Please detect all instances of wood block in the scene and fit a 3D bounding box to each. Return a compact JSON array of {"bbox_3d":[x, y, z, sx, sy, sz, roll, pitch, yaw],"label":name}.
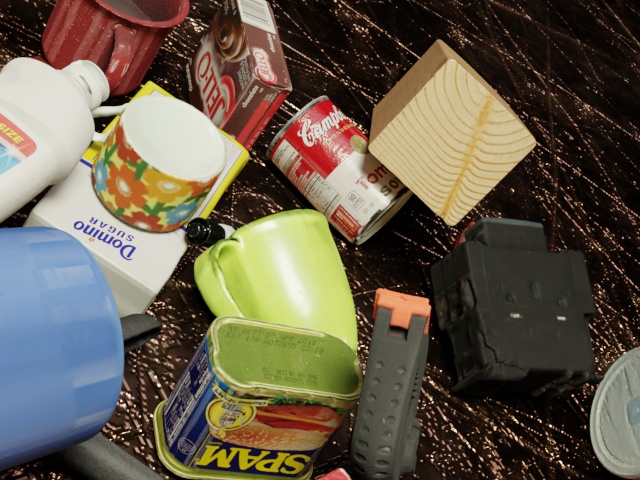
[{"bbox_3d":[0.101,-0.094,0.865,0.090,0.091,0.206,43,13,-7],"label":"wood block"}]

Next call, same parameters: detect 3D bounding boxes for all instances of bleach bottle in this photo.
[{"bbox_3d":[-0.220,-0.041,0.584,0.102,0.068,0.250,46,51,3],"label":"bleach bottle"}]

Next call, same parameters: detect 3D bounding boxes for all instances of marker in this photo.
[{"bbox_3d":[-0.055,0.001,0.725,0.020,0.020,0.121,55,16,21],"label":"marker"}]

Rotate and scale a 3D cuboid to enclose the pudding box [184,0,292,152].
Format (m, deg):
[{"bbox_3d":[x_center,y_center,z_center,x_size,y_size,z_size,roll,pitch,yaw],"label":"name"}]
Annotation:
[{"bbox_3d":[-0.066,-0.126,0.827,0.039,0.090,0.113,17,42,-29],"label":"pudding box"}]

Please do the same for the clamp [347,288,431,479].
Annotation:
[{"bbox_3d":[0.038,0.110,0.599,0.036,0.210,0.164,11,29,10],"label":"clamp"}]

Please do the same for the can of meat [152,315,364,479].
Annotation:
[{"bbox_3d":[-0.035,0.094,0.623,0.102,0.084,0.057,12,39,-26],"label":"can of meat"}]

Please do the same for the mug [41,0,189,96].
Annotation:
[{"bbox_3d":[-0.155,-0.153,0.789,0.093,0.082,0.117,14,43,-29],"label":"mug"}]

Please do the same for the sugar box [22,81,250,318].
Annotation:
[{"bbox_3d":[-0.121,-0.029,0.720,0.093,0.048,0.176,35,41,-6],"label":"sugar box"}]

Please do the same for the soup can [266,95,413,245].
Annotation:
[{"bbox_3d":[0.016,-0.054,0.840,0.102,0.069,0.068,46,38,8],"label":"soup can"}]

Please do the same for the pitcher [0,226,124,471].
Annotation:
[{"bbox_3d":[-0.213,0.049,0.447,0.242,0.149,0.145,-9,28,-43],"label":"pitcher"}]
